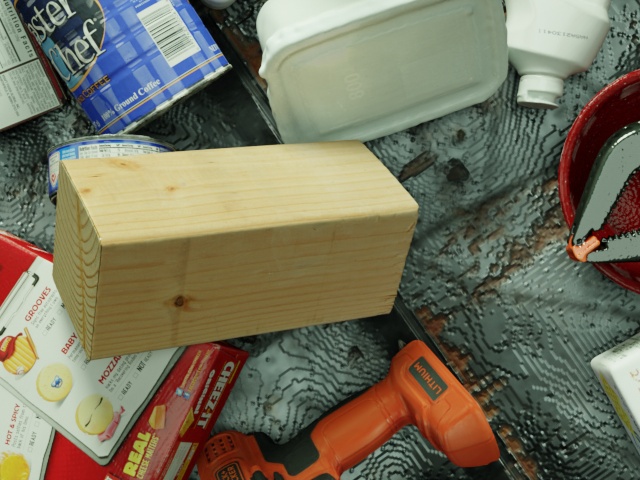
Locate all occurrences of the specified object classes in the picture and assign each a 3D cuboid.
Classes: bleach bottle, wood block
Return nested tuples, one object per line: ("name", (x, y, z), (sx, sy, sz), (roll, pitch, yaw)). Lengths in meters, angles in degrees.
("bleach bottle", (0.160, -0.220, 0.747), (0.102, 0.068, 0.251), (7, 90, 3))
("wood block", (-0.054, 0.001, 0.675), (0.205, 0.090, 0.091), (-7, 128, -27))

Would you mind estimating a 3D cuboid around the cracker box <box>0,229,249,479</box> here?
("cracker box", (-0.179, 0.102, 0.719), (0.214, 0.072, 0.164), (24, 86, 19))

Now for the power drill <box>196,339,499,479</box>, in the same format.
("power drill", (0.017, 0.152, 0.690), (0.187, 0.184, 0.057), (-28, 120, -6))

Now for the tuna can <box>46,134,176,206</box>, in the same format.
("tuna can", (-0.138, -0.043, 0.711), (0.086, 0.086, 0.034), (-4, 79, 2))

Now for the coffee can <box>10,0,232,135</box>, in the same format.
("coffee can", (-0.139, -0.148, 0.716), (0.103, 0.103, 0.140), (-33, 99, 0))

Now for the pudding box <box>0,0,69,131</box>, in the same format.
("pudding box", (-0.249, -0.118, 0.758), (0.113, 0.039, 0.090), (-22, 107, -1))
